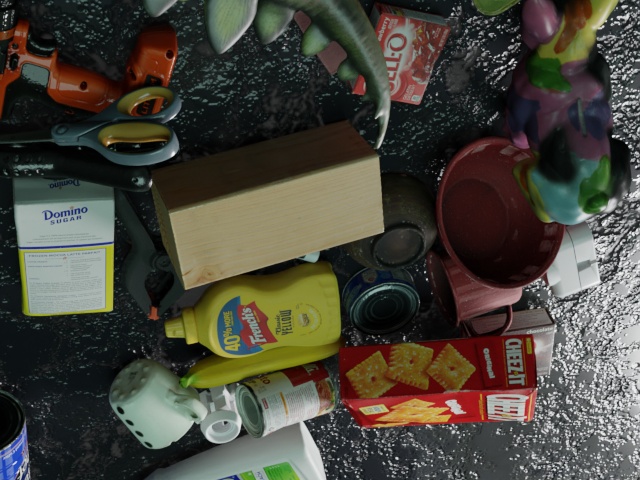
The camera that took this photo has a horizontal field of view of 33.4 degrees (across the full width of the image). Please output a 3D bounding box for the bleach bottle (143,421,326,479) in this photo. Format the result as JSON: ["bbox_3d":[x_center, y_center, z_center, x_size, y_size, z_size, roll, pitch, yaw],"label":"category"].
[{"bbox_3d":[-0.126,0.305,1.347,0.251,0.068,0.102,-20,131,4],"label":"bleach bottle"}]

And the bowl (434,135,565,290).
[{"bbox_3d":[0.178,-0.027,1.127,0.161,0.055,0.162,3,83,-26],"label":"bowl"}]

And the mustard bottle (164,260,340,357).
[{"bbox_3d":[-0.076,0.082,1.176,0.191,0.058,0.096,-9,124,-8],"label":"mustard bottle"}]

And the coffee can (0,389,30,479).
[{"bbox_3d":[-0.380,0.250,1.201,0.102,0.103,0.140,-3,129,-14],"label":"coffee can"}]

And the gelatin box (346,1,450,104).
[{"bbox_3d":[0.073,-0.177,1.020,0.073,0.030,0.089,7,126,-21],"label":"gelatin box"}]

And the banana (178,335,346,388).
[{"bbox_3d":[-0.070,0.139,1.223,0.197,0.070,0.037,-15,104,-16],"label":"banana"}]

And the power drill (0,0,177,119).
[{"bbox_3d":[-0.224,-0.167,0.930,0.187,0.057,0.185,9,130,-19],"label":"power drill"}]

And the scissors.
[{"bbox_3d":[-0.207,-0.105,0.927,0.202,0.096,0.016,10,142,21],"label":"scissors"}]

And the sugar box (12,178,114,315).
[{"bbox_3d":[-0.251,0.005,1.053,0.093,0.048,0.176,-3,139,-15],"label":"sugar box"}]

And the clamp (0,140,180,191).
[{"bbox_3d":[-0.233,-0.077,0.978,0.210,0.164,0.036,4,104,8],"label":"clamp"}]

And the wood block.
[{"bbox_3d":[-0.051,-0.038,1.038,0.206,0.090,0.091,-16,125,-14],"label":"wood block"}]

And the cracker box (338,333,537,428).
[{"bbox_3d":[0.137,0.167,1.224,0.214,0.072,0.164,-4,159,8],"label":"cracker box"}]

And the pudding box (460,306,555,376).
[{"bbox_3d":[0.228,0.132,1.316,0.113,0.039,0.090,-10,131,-7],"label":"pudding box"}]

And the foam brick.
[{"bbox_3d":[0.008,-0.201,0.967,0.051,0.053,0.078,-29,131,9],"label":"foam brick"}]

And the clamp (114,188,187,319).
[{"bbox_3d":[-0.173,0.007,1.100,0.120,0.039,0.172,12,120,-21],"label":"clamp"}]

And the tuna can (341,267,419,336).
[{"bbox_3d":[0.070,0.069,1.222,0.086,0.034,0.086,-8,130,-9],"label":"tuna can"}]

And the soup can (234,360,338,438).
[{"bbox_3d":[-0.040,0.184,1.245,0.102,0.069,0.068,-16,134,-28],"label":"soup can"}]

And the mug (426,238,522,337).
[{"bbox_3d":[0.176,0.053,1.191,0.081,0.117,0.093,-17,169,-8],"label":"mug"}]
